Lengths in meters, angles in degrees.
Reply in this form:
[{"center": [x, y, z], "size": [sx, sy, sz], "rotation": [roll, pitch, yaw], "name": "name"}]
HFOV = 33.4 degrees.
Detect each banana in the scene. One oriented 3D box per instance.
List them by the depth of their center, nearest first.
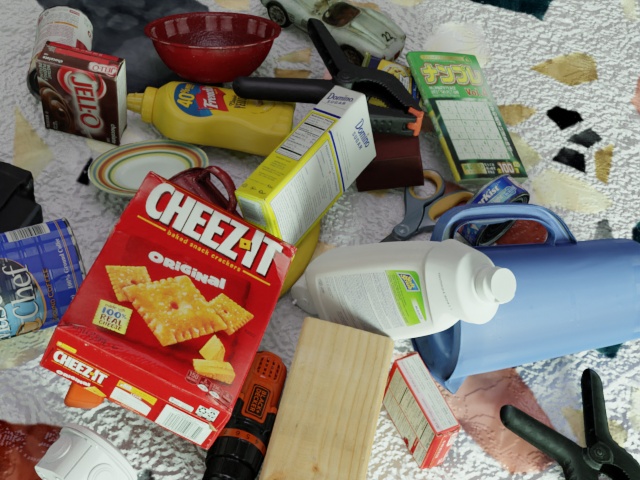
[{"center": [-0.044, 0.013, 1.131], "size": [0.070, 0.037, 0.197], "rotation": [31, 55, 13], "name": "banana"}]

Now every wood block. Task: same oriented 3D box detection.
[{"center": [0.000, 0.185, 0.975], "size": [0.090, 0.091, 0.206], "rotation": [15, 52, 2], "name": "wood block"}]

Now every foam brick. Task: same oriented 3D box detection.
[{"center": [0.076, -0.094, 1.209], "size": [0.078, 0.053, 0.051], "rotation": [-5, 52, 8], "name": "foam brick"}]

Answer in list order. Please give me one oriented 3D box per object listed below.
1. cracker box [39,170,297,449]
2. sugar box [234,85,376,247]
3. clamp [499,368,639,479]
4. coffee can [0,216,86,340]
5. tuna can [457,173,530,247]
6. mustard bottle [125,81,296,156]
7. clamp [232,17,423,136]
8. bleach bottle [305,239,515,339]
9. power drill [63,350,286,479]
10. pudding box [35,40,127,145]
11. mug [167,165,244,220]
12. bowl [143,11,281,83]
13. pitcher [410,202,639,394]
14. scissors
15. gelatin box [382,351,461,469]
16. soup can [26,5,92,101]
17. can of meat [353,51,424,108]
[{"center": [-0.129, 0.056, 0.960], "size": [0.164, 0.072, 0.213], "rotation": [28, 45, -7], "name": "cracker box"}, {"center": [-0.012, -0.071, 1.112], "size": [0.048, 0.093, 0.176], "rotation": [21, 56, 29], "name": "sugar box"}, {"center": [0.267, 0.204, 1.036], "size": [0.120, 0.039, 0.171], "rotation": [-30, 69, -22], "name": "clamp"}, {"center": [-0.302, 0.043, 1.027], "size": [0.140, 0.103, 0.103], "rotation": [-15, 57, -20], "name": "coffee can"}, {"center": [0.189, -0.031, 1.171], "size": [0.086, 0.086, 0.034], "rotation": [-32, 66, -28], "name": "tuna can"}, {"center": [-0.127, -0.143, 1.221], "size": [0.191, 0.058, 0.096], "rotation": [9, 36, -1], "name": "mustard bottle"}, {"center": [0.017, -0.169, 1.205], "size": [0.210, 0.036, 0.164], "rotation": [34, 54, 23], "name": "clamp"}, {"center": [0.086, 0.050, 0.988], "size": [0.068, 0.251, 0.102], "rotation": [-33, 105, -30], "name": "bleach bottle"}, {"center": [-0.132, 0.152, 0.972], "size": [0.187, 0.057, 0.184], "rotation": [27, 45, -8], "name": "power drill"}, {"center": [-0.262, -0.162, 1.181], "size": [0.090, 0.113, 0.039], "rotation": [15, 56, 3], "name": "pudding box"}, {"center": [-0.122, -0.024, 1.103], "size": [0.081, 0.117, 0.093], "rotation": [48, 32, 19], "name": "mug"}, {"center": [-0.127, -0.226, 1.265], "size": [0.162, 0.055, 0.162], "rotation": [2, 26, -1], "name": "bowl"}, {"center": [0.216, 0.051, 1.080], "size": [0.242, 0.149, 0.145], "rotation": [-7, 55, -18], "name": "pitcher"}, {"center": [0.086, -0.025, 1.194], "size": [0.201, 0.016, 0.096], "rotation": [-20, 57, -22], "name": "scissors"}, {"center": [0.095, 0.163, 1.017], "size": [0.030, 0.073, 0.089], "rotation": [-17, 58, -22], "name": "gelatin box"}, {"center": [-0.303, -0.216, 1.244], "size": [0.068, 0.068, 0.102], "rotation": [2, 52, -8], "name": "soup can"}, {"center": [0.080, -0.168, 1.276], "size": [0.084, 0.057, 0.102], "rotation": [17, 53, 1], "name": "can of meat"}]
